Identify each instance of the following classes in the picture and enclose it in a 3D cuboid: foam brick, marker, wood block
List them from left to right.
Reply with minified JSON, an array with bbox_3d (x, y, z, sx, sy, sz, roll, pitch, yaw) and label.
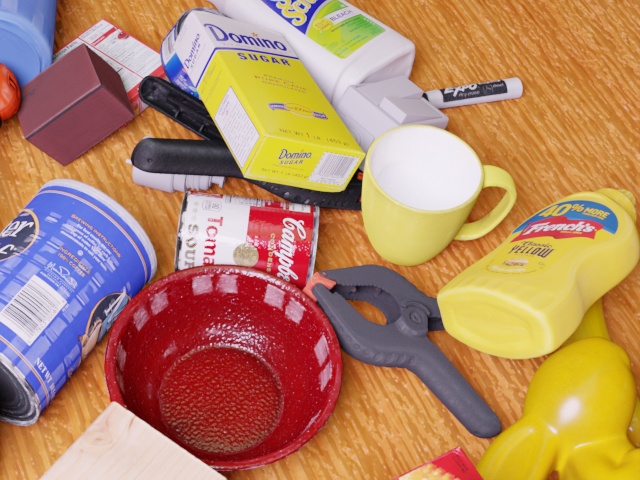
[{"bbox_3d":[-0.153,0.209,0.617,0.091,0.090,0.205,31,54,15],"label":"wood block"},{"bbox_3d":[-0.199,-0.109,0.860,0.078,0.051,0.053,-33,57,11],"label":"foam brick"},{"bbox_3d":[0.125,-0.130,0.965,0.121,0.020,0.020,-10,55,-16],"label":"marker"}]

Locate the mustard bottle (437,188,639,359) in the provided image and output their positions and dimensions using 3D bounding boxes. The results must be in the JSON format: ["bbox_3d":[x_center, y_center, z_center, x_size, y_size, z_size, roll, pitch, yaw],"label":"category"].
[{"bbox_3d":[0.177,0.013,0.781,0.096,0.058,0.191,6,32,46],"label":"mustard bottle"}]

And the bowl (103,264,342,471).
[{"bbox_3d":[-0.067,0.096,0.738,0.162,0.055,0.162,4,52,-5],"label":"bowl"}]

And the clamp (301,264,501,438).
[{"bbox_3d":[0.071,0.059,0.785,0.171,0.039,0.120,32,45,-4],"label":"clamp"}]

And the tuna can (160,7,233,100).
[{"bbox_3d":[-0.095,-0.157,0.923,0.086,0.034,0.086,21,50,-28],"label":"tuna can"}]

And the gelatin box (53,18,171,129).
[{"bbox_3d":[-0.182,-0.146,0.927,0.089,0.030,0.073,33,56,16],"label":"gelatin box"}]

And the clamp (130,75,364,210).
[{"bbox_3d":[-0.056,-0.074,0.859,0.209,0.036,0.164,15,25,-22],"label":"clamp"}]

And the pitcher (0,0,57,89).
[{"bbox_3d":[-0.294,-0.230,0.919,0.144,0.149,0.243,5,51,-21],"label":"pitcher"}]

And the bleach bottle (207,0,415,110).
[{"bbox_3d":[-0.039,-0.203,0.971,0.251,0.068,0.102,37,52,22],"label":"bleach bottle"}]

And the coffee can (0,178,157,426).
[{"bbox_3d":[-0.193,0.041,0.734,0.103,0.103,0.140,26,54,12],"label":"coffee can"}]

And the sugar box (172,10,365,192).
[{"bbox_3d":[-0.043,-0.112,0.834,0.093,0.048,0.176,8,39,-37],"label":"sugar box"}]

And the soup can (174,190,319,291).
[{"bbox_3d":[-0.055,0.001,0.805,0.102,0.068,0.068,7,52,-4],"label":"soup can"}]
